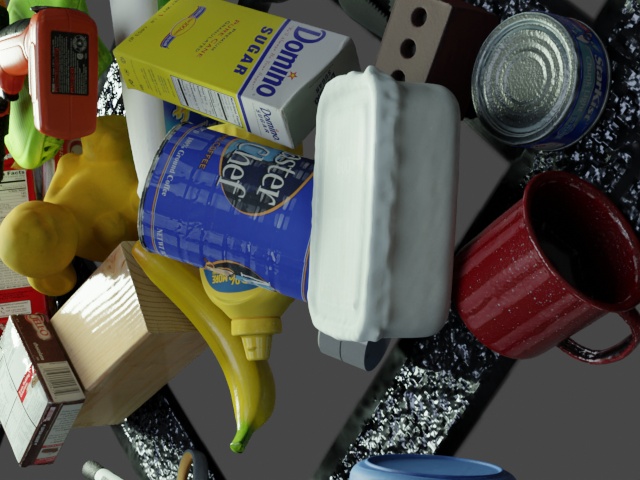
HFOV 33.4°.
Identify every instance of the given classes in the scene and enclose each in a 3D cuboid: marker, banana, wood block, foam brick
[{"bbox_3d":[-0.200,0.242,1.053,0.121,0.020,0.020,14,99,48],"label":"marker"},{"bbox_3d":[-0.087,0.078,0.885,0.037,0.069,0.198,-40,71,26],"label":"banana"},{"bbox_3d":[-0.184,0.091,0.987,0.206,0.090,0.091,-41,59,39],"label":"wood block"},{"bbox_3d":[0.077,-0.127,0.727,0.053,0.051,0.078,35,114,43],"label":"foam brick"}]

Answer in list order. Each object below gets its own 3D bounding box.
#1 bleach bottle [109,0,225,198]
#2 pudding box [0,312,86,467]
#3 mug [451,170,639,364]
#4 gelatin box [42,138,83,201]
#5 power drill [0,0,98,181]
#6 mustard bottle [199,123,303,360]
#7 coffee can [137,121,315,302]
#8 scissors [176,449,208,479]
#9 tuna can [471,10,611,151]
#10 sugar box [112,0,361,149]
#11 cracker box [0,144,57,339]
[{"bbox_3d":[-0.121,-0.111,0.931,0.068,0.102,0.251,-10,87,45],"label":"bleach bottle"},{"bbox_3d":[-0.266,0.136,0.982,0.114,0.039,0.090,54,127,36],"label":"pudding box"},{"bbox_3d":[0.140,0.027,0.634,0.117,0.093,0.082,44,134,-3],"label":"mug"},{"bbox_3d":[-0.239,-0.069,1.067,0.030,0.073,0.089,-2,87,49],"label":"gelatin box"},{"bbox_3d":[-0.264,-0.127,0.923,0.188,0.057,0.184,8,101,45],"label":"power drill"},{"bbox_3d":[-0.056,0.001,0.867,0.096,0.058,0.191,-7,84,31],"label":"mustard bottle"},{"bbox_3d":[-0.047,-0.020,0.780,0.140,0.102,0.103,17,104,12],"label":"coffee can"},{"bbox_3d":[-0.097,0.227,0.894,0.202,0.016,0.096,-15,60,63],"label":"scissors"},{"bbox_3d":[0.137,-0.100,0.671,0.086,0.033,0.086,-3,87,49],"label":"tuna can"},{"bbox_3d":[-0.066,-0.137,0.827,0.176,0.093,0.048,20,146,33],"label":"sugar box"},{"bbox_3d":[-0.321,-0.008,1.110,0.164,0.072,0.214,126,136,-74],"label":"cracker box"}]
